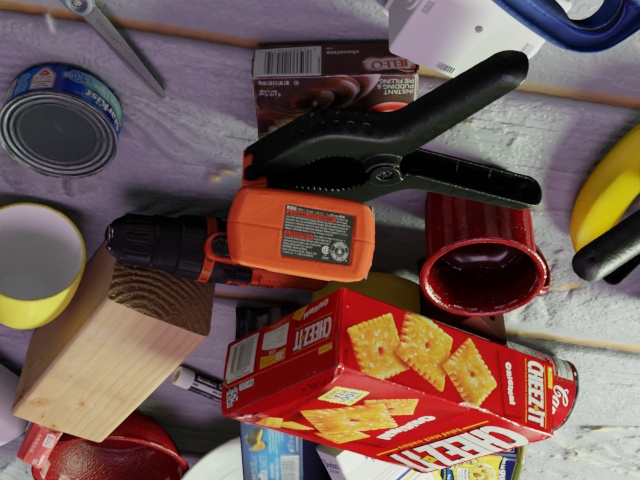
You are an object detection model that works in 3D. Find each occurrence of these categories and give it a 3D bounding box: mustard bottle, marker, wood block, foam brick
[{"bbox_3d":[0.034,0.107,0.960,0.096,0.058,0.192,1,140,-6],"label":"mustard bottle"},{"bbox_3d":[-0.090,0.154,1.051,0.121,0.020,0.020,27,133,-26],"label":"marker"},{"bbox_3d":[-0.178,0.082,0.918,0.090,0.091,0.206,24,135,-23],"label":"wood block"},{"bbox_3d":[0.116,0.050,0.875,0.051,0.078,0.053,-25,134,28],"label":"foam brick"}]

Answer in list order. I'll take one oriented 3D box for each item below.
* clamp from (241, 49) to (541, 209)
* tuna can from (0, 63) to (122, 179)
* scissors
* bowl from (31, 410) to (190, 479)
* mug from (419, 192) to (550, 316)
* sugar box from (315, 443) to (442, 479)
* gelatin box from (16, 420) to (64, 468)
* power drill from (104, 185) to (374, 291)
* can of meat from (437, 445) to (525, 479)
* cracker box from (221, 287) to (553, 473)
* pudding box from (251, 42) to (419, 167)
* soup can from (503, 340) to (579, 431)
[{"bbox_3d":[0.051,-0.055,0.730,0.210,0.036,0.164,-10,148,18],"label":"clamp"},{"bbox_3d":[-0.186,-0.085,0.767,0.086,0.033,0.086,2,139,1],"label":"tuna can"},{"bbox_3d":[-0.148,-0.170,0.681,0.096,0.016,0.201,-31,129,33],"label":"scissors"},{"bbox_3d":[-0.213,0.219,1.101,0.162,0.055,0.162,-1,141,-1],"label":"bowl"},{"bbox_3d":[0.131,0.003,0.816,0.117,0.081,0.093,25,135,-23],"label":"mug"},{"bbox_3d":[0.073,0.250,1.051,0.048,0.093,0.176,3,122,60],"label":"sugar box"},{"bbox_3d":[-0.251,0.161,1.013,0.030,0.089,0.073,26,134,-11],"label":"gelatin box"},{"bbox_3d":[-0.055,0.001,0.782,0.184,0.057,0.188,6,174,-19],"label":"power drill"},{"bbox_3d":[0.158,0.215,1.081,0.084,0.057,0.102,3,139,3],"label":"can of meat"},{"bbox_3d":[0.052,0.120,0.847,0.213,0.072,0.164,22,148,-29],"label":"cracker box"},{"bbox_3d":[0.011,-0.093,0.744,0.113,0.039,0.090,1,140,3],"label":"pudding box"},{"bbox_3d":[0.174,0.128,0.970,0.102,0.068,0.069,19,137,-17],"label":"soup can"}]
